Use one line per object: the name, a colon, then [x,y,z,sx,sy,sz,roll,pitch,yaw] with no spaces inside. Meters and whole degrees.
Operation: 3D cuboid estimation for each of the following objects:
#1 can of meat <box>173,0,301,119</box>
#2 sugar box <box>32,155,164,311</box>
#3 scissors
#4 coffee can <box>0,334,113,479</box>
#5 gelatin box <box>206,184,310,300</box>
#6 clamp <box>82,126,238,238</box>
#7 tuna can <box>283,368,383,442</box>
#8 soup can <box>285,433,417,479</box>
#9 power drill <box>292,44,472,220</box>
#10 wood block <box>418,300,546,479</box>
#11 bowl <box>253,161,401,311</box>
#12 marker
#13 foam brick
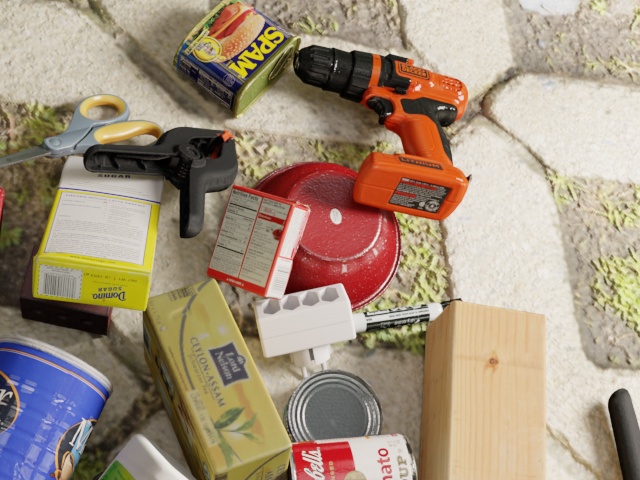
can of meat: [-0.083,-0.184,1.055,0.084,0.057,0.102,37,64,7]
sugar box: [-0.186,-0.010,0.916,0.093,0.048,0.176,9,28,-8]
scissors: [-0.242,-0.098,0.972,0.201,0.016,0.096,-8,46,-29]
coffee can: [-0.241,0.160,0.848,0.103,0.103,0.140,23,65,-2]
gelatin box: [-0.056,0.001,0.960,0.073,0.030,0.089,17,90,35]
clamp: [-0.118,-0.058,0.958,0.120,0.039,0.171,45,35,12]
tuna can: [0.010,0.159,0.943,0.086,0.034,0.086,5,67,-11]
soup can: [0.022,0.196,0.878,0.102,0.068,0.068,-3,68,-10]
power drill: [0.064,-0.111,1.025,0.184,0.057,0.187,11,45,-14]
wood block: [0.142,0.169,0.939,0.090,0.090,0.206,9,66,-8]
bowl: [0.006,-0.013,1.004,0.162,0.055,0.162,5,67,-11]
marker: [0.083,0.071,1.005,0.121,0.020,0.020,-7,69,-16]
foam brick: [-0.218,0.044,0.930,0.078,0.053,0.051,13,65,-7]
